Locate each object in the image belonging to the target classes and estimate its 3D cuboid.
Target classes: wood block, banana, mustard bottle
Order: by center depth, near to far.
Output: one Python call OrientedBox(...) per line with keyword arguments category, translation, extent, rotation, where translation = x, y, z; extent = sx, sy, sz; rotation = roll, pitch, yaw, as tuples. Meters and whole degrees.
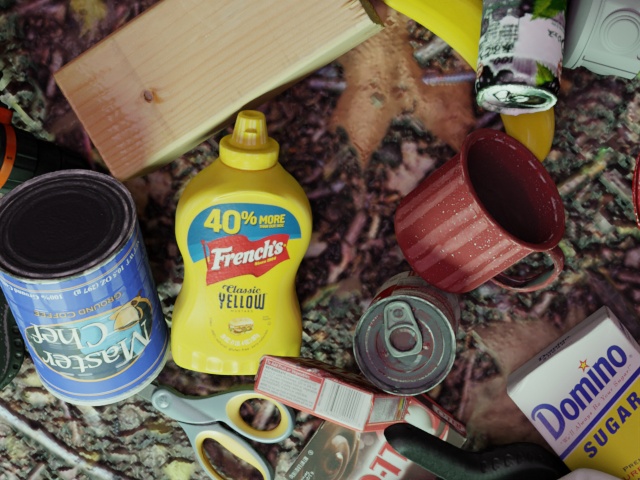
OrientedBox(category="banana", translation=(0.107, -0.125, 0.744), extent=(0.070, 0.037, 0.198), rotation=(-34, 91, 11))
OrientedBox(category="wood block", translation=(-0.069, -0.134, 0.748), extent=(0.206, 0.090, 0.091), rotation=(-30, 93, 13))
OrientedBox(category="mustard bottle", translation=(-0.055, 0.001, 0.756), extent=(0.096, 0.058, 0.192), rotation=(2, 115, -8))

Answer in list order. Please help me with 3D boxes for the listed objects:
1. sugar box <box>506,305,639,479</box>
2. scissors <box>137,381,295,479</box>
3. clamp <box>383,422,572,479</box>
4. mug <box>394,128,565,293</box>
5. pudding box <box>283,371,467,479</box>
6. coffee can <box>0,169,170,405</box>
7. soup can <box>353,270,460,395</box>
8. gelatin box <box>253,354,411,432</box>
OrientedBox(category="sugar box", translation=(0.222, 0.144, 0.760), extent=(0.093, 0.048, 0.176), rotation=(-40, 91, 15))
OrientedBox(category="scissors", translation=(-0.103, 0.115, 0.830), extent=(0.202, 0.016, 0.096), rotation=(44, 102, 1))
OrientedBox(category="clamp", translation=(0.109, 0.169, 0.753), extent=(0.171, 0.039, 0.120), rotation=(-6, 132, -12))
OrientedBox(category="mug", translation=(0.114, -0.008, 0.729), extent=(0.117, 0.093, 0.082), rotation=(39, 133, -12))
OrientedBox(category="pudding box", translation=(0.041, 0.157, 0.798), extent=(0.090, 0.039, 0.113), rotation=(37, 103, 3))
OrientedBox(category="coffee can", translation=(-0.167, 0.035, 0.752), extent=(0.103, 0.102, 0.140), rotation=(5, 138, 9))
OrientedBox(category="soup can", translation=(0.063, 0.061, 0.747), extent=(0.068, 0.102, 0.068), rotation=(2, 99, 10))
OrientedBox(category="gelatin box", translation=(0.009, 0.105, 0.742), extent=(0.089, 0.073, 0.030), rotation=(17, 90, 26))
